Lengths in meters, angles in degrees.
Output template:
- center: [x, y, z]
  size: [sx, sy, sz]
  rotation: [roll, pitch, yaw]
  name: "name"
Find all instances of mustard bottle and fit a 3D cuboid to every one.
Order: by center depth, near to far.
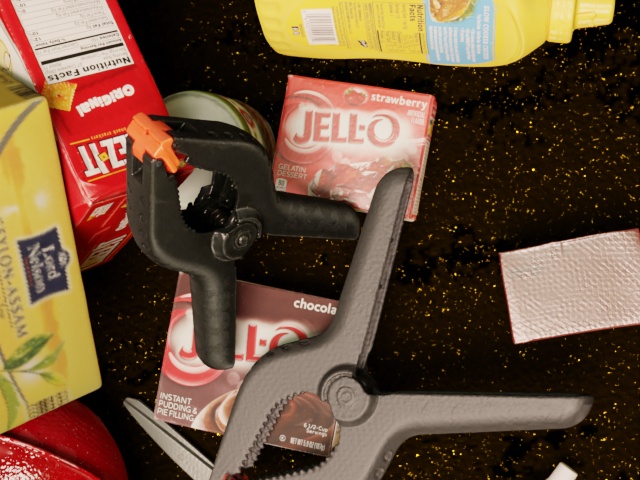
- center: [0.063, -0.134, 0.588]
  size: [0.192, 0.096, 0.058]
  rotation: [6, 65, 11]
  name: "mustard bottle"

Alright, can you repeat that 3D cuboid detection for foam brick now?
- center: [0.141, 0.025, 0.592]
  size: [0.078, 0.051, 0.053]
  rotation: [-10, 86, 11]
  name: "foam brick"

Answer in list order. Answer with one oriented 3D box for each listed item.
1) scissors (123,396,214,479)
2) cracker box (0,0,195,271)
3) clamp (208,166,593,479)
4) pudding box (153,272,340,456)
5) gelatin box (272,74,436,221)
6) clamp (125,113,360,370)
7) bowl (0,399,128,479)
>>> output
- center: [-0.029, 0.155, 0.643]
  size: [0.096, 0.016, 0.202]
  rotation: [-35, 82, 7]
  name: "scissors"
- center: [-0.164, -0.098, 0.604]
  size: [0.072, 0.164, 0.214]
  rotation: [-22, 83, -31]
  name: "cracker box"
- center: [0.017, 0.072, 0.583]
  size: [0.210, 0.036, 0.164]
  rotation: [-33, 77, 13]
  name: "clamp"
- center: [-0.036, 0.071, 0.634]
  size: [0.113, 0.039, 0.090]
  rotation: [10, 90, 11]
  name: "pudding box"
- center: [0.018, -0.055, 0.630]
  size: [0.089, 0.030, 0.073]
  rotation: [11, 91, 12]
  name: "gelatin box"
- center: [-0.054, 0.001, 0.550]
  size: [0.039, 0.171, 0.120]
  rotation: [31, 85, 39]
  name: "clamp"
- center: [-0.177, 0.127, 0.627]
  size: [0.162, 0.162, 0.055]
  rotation: [6, 52, 12]
  name: "bowl"
